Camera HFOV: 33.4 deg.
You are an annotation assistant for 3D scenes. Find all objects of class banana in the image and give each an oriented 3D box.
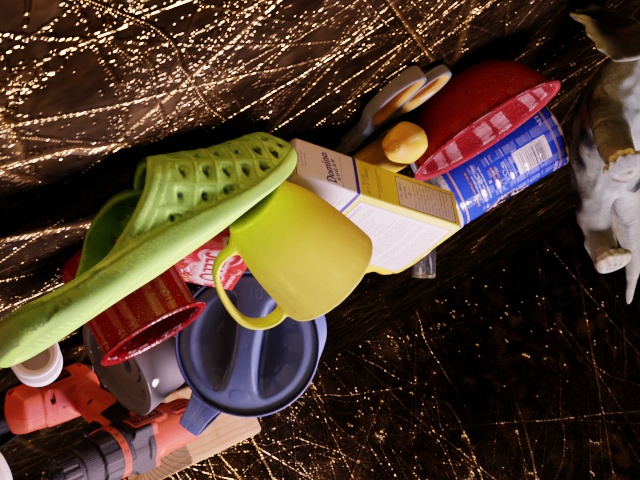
[{"bbox_3d":[0.061,-0.077,0.961,0.069,0.037,0.198,-37,-177,-16],"label":"banana"}]

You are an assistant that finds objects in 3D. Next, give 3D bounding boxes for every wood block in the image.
[{"bbox_3d":[-0.168,0.239,1.359,0.091,0.090,0.205,-29,172,18],"label":"wood block"}]

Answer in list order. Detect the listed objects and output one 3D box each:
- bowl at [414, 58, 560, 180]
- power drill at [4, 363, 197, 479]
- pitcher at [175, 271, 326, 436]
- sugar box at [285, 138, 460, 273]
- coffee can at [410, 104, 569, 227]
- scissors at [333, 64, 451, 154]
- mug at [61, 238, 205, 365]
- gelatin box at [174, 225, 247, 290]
[{"bbox_3d":[0.144,-0.123,1.010,0.162,0.055,0.162,-31,170,-6],"label":"bowl"},{"bbox_3d":[-0.240,0.191,1.085,0.188,0.057,0.184,16,-157,41],"label":"power drill"},{"bbox_3d":[-0.063,0.105,1.078,0.149,0.145,0.242,-11,177,5],"label":"pitcher"},{"bbox_3d":[0.024,-0.027,0.919,0.176,0.048,0.093,19,140,-31],"label":"sugar box"},{"bbox_3d":[0.178,-0.090,1.139,0.140,0.103,0.103,-31,170,-3],"label":"coffee can"},{"bbox_3d":[0.046,-0.099,0.945,0.096,0.016,0.202,-26,170,-33],"label":"scissors"},{"bbox_3d":[-0.151,0.043,0.850,0.093,0.081,0.117,-30,170,-12],"label":"mug"},{"bbox_3d":[-0.098,0.010,0.896,0.073,0.030,0.089,11,155,-15],"label":"gelatin box"}]
